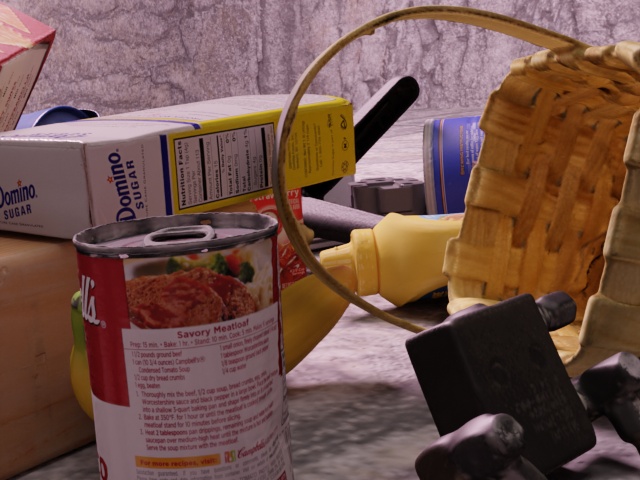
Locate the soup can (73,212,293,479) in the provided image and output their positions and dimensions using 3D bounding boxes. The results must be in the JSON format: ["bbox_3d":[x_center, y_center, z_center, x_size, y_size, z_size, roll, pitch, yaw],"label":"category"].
[{"bbox_3d":[-0.044,0.045,0.362,0.068,0.102,0.068,-4,10,0],"label":"soup can"}]

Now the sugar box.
[{"bbox_3d":[-0.071,-0.039,0.504,0.094,0.048,0.175,6,18,39],"label":"sugar box"}]

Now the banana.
[{"bbox_3d":[-0.044,0.049,0.464,0.037,0.070,0.197,42,21,21],"label":"banana"}]

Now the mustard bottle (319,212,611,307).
[{"bbox_3d":[0.095,0.008,0.651,0.191,0.058,0.096,-4,-2,-2],"label":"mustard bottle"}]

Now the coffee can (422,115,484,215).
[{"bbox_3d":[0.153,-0.047,0.803,0.140,0.103,0.102,-5,9,13],"label":"coffee can"}]

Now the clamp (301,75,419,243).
[{"bbox_3d":[-0.011,-0.037,0.796,0.210,0.036,0.164,-17,43,34],"label":"clamp"}]

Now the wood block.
[{"bbox_3d":[-0.124,0.037,0.480,0.091,0.090,0.205,4,12,35],"label":"wood block"}]
